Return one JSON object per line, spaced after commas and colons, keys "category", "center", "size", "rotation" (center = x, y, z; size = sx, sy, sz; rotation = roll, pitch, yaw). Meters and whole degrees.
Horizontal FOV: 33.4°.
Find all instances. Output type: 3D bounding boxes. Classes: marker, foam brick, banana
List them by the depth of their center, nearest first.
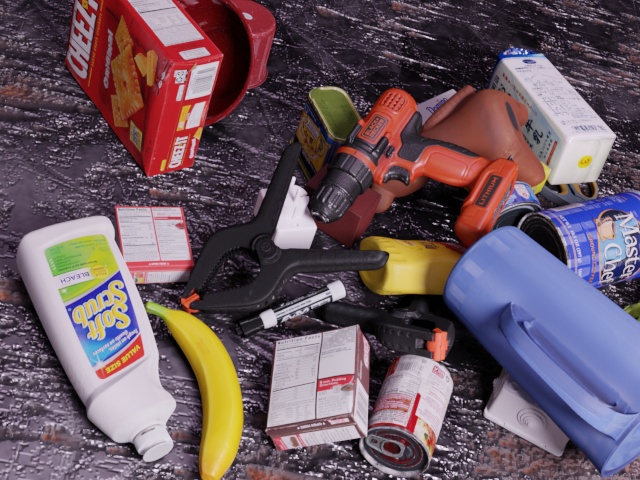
{"category": "banana", "center": [-0.109, 0.138, 1.003], "size": [0.069, 0.037, 0.198], "rotation": [-8, 52, -26]}
{"category": "marker", "center": [-0.031, 0.071, 1.089], "size": [0.121, 0.020, 0.020], "rotation": [-22, 56, -17]}
{"category": "foam brick", "center": [0.021, -0.040, 1.212], "size": [0.078, 0.053, 0.051], "rotation": [32, 45, 12]}

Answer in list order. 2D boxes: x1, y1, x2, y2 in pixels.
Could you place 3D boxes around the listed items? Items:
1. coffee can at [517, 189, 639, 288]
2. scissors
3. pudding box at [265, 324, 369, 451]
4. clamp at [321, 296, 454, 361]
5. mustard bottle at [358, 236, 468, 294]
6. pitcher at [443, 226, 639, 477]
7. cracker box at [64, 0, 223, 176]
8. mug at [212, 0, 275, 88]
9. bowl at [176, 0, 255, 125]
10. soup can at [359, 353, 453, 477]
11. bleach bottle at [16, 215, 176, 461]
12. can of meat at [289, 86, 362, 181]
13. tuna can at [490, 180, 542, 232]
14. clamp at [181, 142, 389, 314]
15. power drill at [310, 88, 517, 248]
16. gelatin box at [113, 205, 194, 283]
{"category": "coffee can", "center": [0.311, 0.004, 1.226], "size": [0.140, 0.103, 0.103], "rotation": [-12, 52, -22]}
{"category": "scissors", "center": [0.323, -0.030, 1.337], "size": [0.096, 0.016, 0.201], "rotation": [8, 45, -10]}
{"category": "pudding box", "center": [-0.002, 0.138, 1.012], "size": [0.090, 0.039, 0.113], "rotation": [-13, 40, 17]}
{"category": "clamp", "center": [0.090, 0.085, 1.077], "size": [0.120, 0.039, 0.172], "rotation": [-10, 16, -28]}
{"category": "mustard bottle", "center": [0.144, 0.030, 1.172], "size": [0.191, 0.058, 0.096], "rotation": [3, 12, -19]}
{"category": "pitcher", "center": [0.229, 0.097, 1.022], "size": [0.144, 0.149, 0.243], "rotation": [-34, 60, -20]}
{"category": "cracker box", "center": [-0.208, -0.204, 1.211], "size": [0.071, 0.164, 0.214], "rotation": [-18, 56, -36]}
{"category": "mug", "center": [-0.104, -0.244, 1.345], "size": [0.093, 0.082, 0.117], "rotation": [12, 44, -9]}
{"category": "bowl", "center": [-0.137, -0.215, 1.281], "size": [0.162, 0.162, 0.055], "rotation": [40, 18, 19]}
{"category": "soup can", "center": [0.084, 0.165, 1.022], "size": [0.068, 0.069, 0.102], "rotation": [24, 44, 4]}
{"category": "bleach bottle", "center": [-0.196, 0.092, 1.000], "size": [0.102, 0.068, 0.251], "rotation": [-15, 56, -31]}
{"category": "can of meat", "center": [0.011, -0.120, 1.264], "size": [0.057, 0.084, 0.102], "rotation": [-7, 50, -25]}
{"category": "tuna can", "center": [0.215, -0.030, 1.247], "size": [0.086, 0.086, 0.034], "rotation": [-7, 55, -25]}
{"category": "clamp", "center": [-0.057, 0.001, 1.095], "size": [0.210, 0.036, 0.164], "rotation": [-28, 73, -10]}
{"category": "power drill", "center": [0.103, -0.063, 1.154], "size": [0.188, 0.057, 0.184], "rotation": [28, 69, 15]}
{"category": "gelatin box", "center": [-0.176, 0.004, 1.116], "size": [0.073, 0.030, 0.089], "rotation": [-1, 48, -19]}
